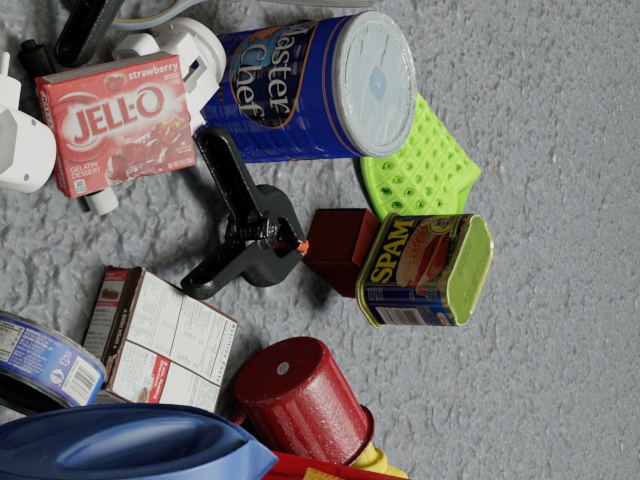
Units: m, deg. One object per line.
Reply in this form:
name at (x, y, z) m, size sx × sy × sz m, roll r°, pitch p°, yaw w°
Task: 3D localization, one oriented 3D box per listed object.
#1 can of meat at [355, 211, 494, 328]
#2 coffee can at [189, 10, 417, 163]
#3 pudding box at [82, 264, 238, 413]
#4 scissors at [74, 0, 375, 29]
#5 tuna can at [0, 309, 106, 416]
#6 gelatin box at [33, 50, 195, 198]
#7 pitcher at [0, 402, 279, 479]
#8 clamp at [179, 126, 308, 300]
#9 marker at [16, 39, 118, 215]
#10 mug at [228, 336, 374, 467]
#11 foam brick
can of meat at (0.089, 0.024, 0.887) m, size 0.057 × 0.084 × 0.102 m, roll 56°, pitch 46°, yaw -38°
coffee can at (-0.015, -0.109, 0.784) m, size 0.102 × 0.141 × 0.103 m, roll 0°, pitch 90°, yaw -55°
pudding box at (-0.111, 0.078, 0.738) m, size 0.113 × 0.039 × 0.090 m, roll 39°, pitch 58°, yaw -50°
scissors at (-0.068, -0.189, 0.722) m, size 0.201 × 0.016 × 0.096 m, roll -12°, pitch 80°, yaw -15°
tuna can at (-0.169, 0.075, 0.615) m, size 0.086 × 0.086 × 0.033 m, roll 49°, pitch 54°, yaw -43°
gelatin box at (-0.128, -0.074, 0.671) m, size 0.089 × 0.030 × 0.073 m, roll -17°, pitch 113°, yaw -25°
pitcher at (-0.110, 0.208, 0.523) m, size 0.144 × 0.149 × 0.243 m, roll -13°, pitch 104°, yaw -68°
clamp at (-0.055, 0.001, 0.791) m, size 0.171 × 0.039 × 0.120 m, roll 39°, pitch 62°, yaw -60°
marker at (-0.162, -0.072, 0.683) m, size 0.020 × 0.020 × 0.121 m, roll -48°, pitch 127°, yaw -43°
mug at (-0.025, 0.135, 0.828) m, size 0.117 × 0.093 × 0.081 m, roll -33°, pitch 116°, yaw -12°
foam brick at (0.031, 0.012, 0.925) m, size 0.078 × 0.051 × 0.053 m, roll 43°, pitch 55°, yaw -46°
